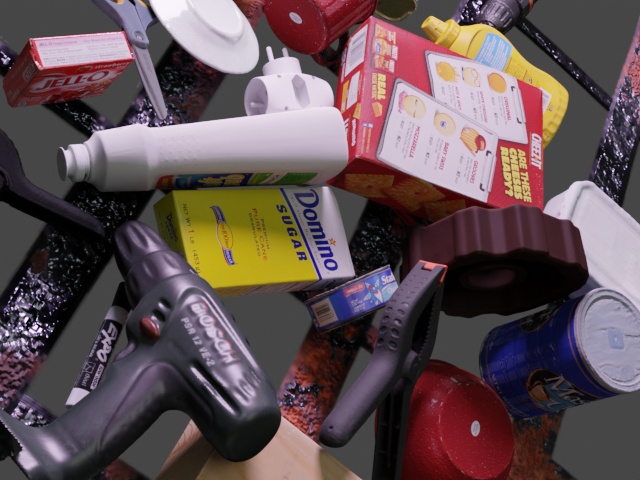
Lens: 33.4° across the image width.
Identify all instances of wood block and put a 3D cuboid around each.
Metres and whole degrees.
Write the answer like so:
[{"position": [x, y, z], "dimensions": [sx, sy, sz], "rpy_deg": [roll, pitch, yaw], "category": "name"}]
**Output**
[{"position": [-0.023, 0.223, 0.864], "dimensions": [0.206, 0.091, 0.090], "rpy_deg": [41, 53, -14], "category": "wood block"}]

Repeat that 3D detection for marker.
[{"position": [-0.174, 0.084, 0.861], "dimensions": [0.020, 0.020, 0.121], "rpy_deg": [32, 56, -21], "category": "marker"}]

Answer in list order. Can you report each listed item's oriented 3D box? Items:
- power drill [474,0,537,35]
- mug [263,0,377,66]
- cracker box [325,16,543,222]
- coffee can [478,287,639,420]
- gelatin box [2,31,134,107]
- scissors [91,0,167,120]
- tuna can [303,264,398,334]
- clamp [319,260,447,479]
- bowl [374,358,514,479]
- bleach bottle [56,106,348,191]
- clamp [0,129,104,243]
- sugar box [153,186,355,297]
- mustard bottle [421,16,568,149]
[{"position": [0.189, -0.342, 1.267], "dimensions": [0.187, 0.057, 0.184], "rpy_deg": [50, 48, -12], "category": "power drill"}, {"position": [0.000, -0.230, 1.076], "dimensions": [0.081, 0.093, 0.117], "rpy_deg": [-45, 136, -33], "category": "mug"}, {"position": [0.117, -0.104, 1.061], "dimensions": [0.213, 0.072, 0.164], "rpy_deg": [18, 61, -23], "category": "cracker box"}, {"position": [0.242, 0.115, 1.062], "dimensions": [0.102, 0.141, 0.103], "rpy_deg": [14, 64, -30], "category": "coffee can"}, {"position": [-0.211, -0.142, 0.891], "dimensions": [0.089, 0.073, 0.030], "rpy_deg": [-15, 80, -38], "category": "gelatin box"}, {"position": [-0.151, -0.181, 0.949], "dimensions": [0.096, 0.016, 0.202], "rpy_deg": [-8, 57, -47], "category": "scissors"}, {"position": [0.030, 0.054, 0.973], "dimensions": [0.085, 0.086, 0.034], "rpy_deg": [-21, 85, -39], "category": "tuna can"}, {"position": [0.067, 0.118, 0.936], "dimensions": [0.210, 0.036, 0.164], "rpy_deg": [-64, 151, -26], "category": "clamp"}, {"position": [0.131, 0.185, 1.011], "dimensions": [0.161, 0.055, 0.162], "rpy_deg": [14, 63, -30], "category": "bowl"}, {"position": [-0.106, -0.074, 0.935], "dimensions": [0.250, 0.103, 0.068], "rpy_deg": [-7, 86, -28], "category": "bleach bottle"}, {"position": [-0.252, -0.040, 0.844], "dimensions": [0.120, 0.039, 0.171], "rpy_deg": [-26, 87, -41], "category": "clamp"}, {"position": [-0.056, 0.001, 0.960], "dimensions": [0.175, 0.048, 0.093], "rpy_deg": [-5, 75, -35], "category": "sugar box"}, {"position": [0.189, -0.185, 1.199], "dimensions": [0.191, 0.058, 0.096], "rpy_deg": [37, 66, -18], "category": "mustard bottle"}]
